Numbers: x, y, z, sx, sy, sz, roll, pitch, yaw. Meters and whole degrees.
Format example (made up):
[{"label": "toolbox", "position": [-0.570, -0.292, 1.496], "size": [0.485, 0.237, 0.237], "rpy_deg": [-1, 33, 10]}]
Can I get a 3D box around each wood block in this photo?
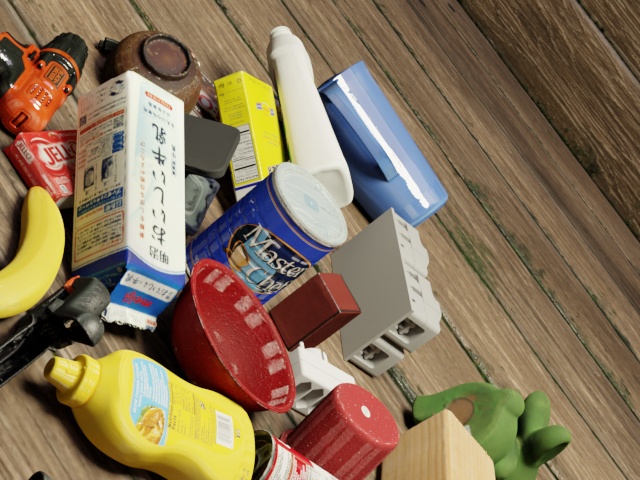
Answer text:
[{"label": "wood block", "position": [0.119, 0.275, 1.065], "size": [0.090, 0.090, 0.206], "rpy_deg": [50, 20, -16]}]

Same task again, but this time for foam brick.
[{"label": "foam brick", "position": [-0.005, 0.078, 1.162], "size": [0.052, 0.078, 0.051], "rpy_deg": [6, 49, -60]}]

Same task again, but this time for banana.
[{"label": "banana", "position": [-0.248, 0.014, 0.878], "size": [0.069, 0.037, 0.197], "rpy_deg": [46, 25, -12]}]

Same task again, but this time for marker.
[{"label": "marker", "position": [-0.202, -0.216, 1.257], "size": [0.121, 0.020, 0.020], "rpy_deg": [12, 41, -24]}]

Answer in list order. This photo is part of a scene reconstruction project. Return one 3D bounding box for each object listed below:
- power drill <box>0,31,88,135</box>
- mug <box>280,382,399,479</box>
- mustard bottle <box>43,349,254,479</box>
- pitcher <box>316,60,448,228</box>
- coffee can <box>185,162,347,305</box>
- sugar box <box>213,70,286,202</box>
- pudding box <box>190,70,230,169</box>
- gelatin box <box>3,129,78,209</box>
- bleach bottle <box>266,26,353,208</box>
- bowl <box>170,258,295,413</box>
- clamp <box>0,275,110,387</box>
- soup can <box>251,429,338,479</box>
[{"label": "power drill", "position": [-0.316, -0.204, 1.040], "size": [0.187, 0.057, 0.184], "rpy_deg": [42, 26, -20]}, {"label": "mug", "position": [0.029, 0.194, 1.035], "size": [0.117, 0.082, 0.093], "rpy_deg": [19, 30, -46]}, {"label": "mustard bottle", "position": [-0.140, 0.141, 0.862], "size": [0.191, 0.058, 0.096], "rpy_deg": [35, 33, -33]}, {"label": "pitcher", "position": [0.073, -0.126, 1.522], "size": [0.243, 0.145, 0.149], "rpy_deg": [54, 45, -2]}, {"label": "coffee can", "position": [-0.057, 0.001, 1.101], "size": [0.102, 0.140, 0.103], "rpy_deg": [39, 27, -25]}, {"label": "sugar box", "position": [-0.074, -0.102, 1.253], "size": [0.093, 0.048, 0.176], "rpy_deg": [10, 64, -69]}, {"label": "pudding box", "position": [-0.134, -0.147, 1.298], "size": [0.113, 0.039, 0.090], "rpy_deg": [45, 26, -12]}, {"label": "gelatin box", "position": [-0.244, -0.068, 1.008], "size": [0.073, 0.030, 0.089], "rpy_deg": [55, 24, 9]}, {"label": "bleach bottle", "position": [-0.023, -0.162, 1.330], "size": [0.102, 0.068, 0.251], "rpy_deg": [76, -2, -58]}, {"label": "bowl", "position": [-0.090, 0.099, 0.991], "size": [0.162, 0.055, 0.162], "rpy_deg": [52, 16, -22]}, {"label": "clamp", "position": [-0.213, 0.071, 0.816], "size": [0.171, 0.120, 0.039], "rpy_deg": [-114, -179, -79]}, {"label": "soup can", "position": [-0.029, 0.220, 0.933], "size": [0.102, 0.069, 0.068], "rpy_deg": [39, 27, -26]}]
